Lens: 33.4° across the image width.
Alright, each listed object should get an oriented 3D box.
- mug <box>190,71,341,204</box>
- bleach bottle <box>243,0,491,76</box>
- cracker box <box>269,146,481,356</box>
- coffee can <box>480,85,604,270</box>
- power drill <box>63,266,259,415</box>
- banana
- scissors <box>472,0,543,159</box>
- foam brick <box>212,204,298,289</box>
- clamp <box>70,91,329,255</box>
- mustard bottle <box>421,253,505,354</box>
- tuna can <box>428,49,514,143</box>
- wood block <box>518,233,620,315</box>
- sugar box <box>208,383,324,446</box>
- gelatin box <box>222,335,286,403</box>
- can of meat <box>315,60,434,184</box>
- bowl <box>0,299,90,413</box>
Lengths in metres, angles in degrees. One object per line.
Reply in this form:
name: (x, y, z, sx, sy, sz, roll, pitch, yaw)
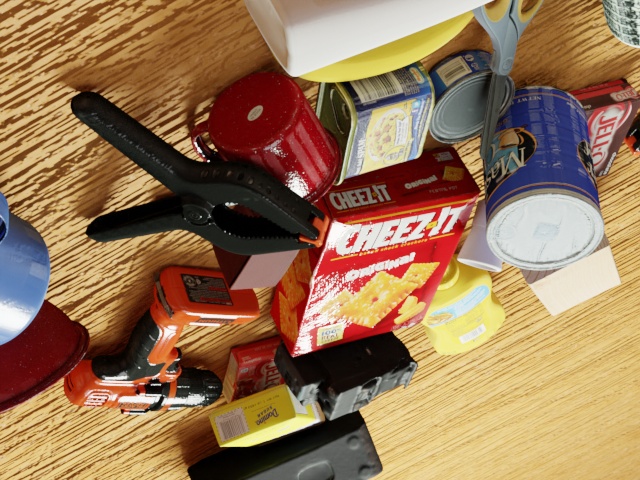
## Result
mug: (-0.050, -0.081, 0.860, 0.117, 0.093, 0.081, 2, 150, 24)
bleach bottle: (0.074, -0.202, 0.760, 0.250, 0.103, 0.068, -22, 149, -12)
cracker box: (0.050, 0.015, 1.068, 0.164, 0.072, 0.214, -12, 144, -24)
coffee can: (0.201, -0.058, 0.982, 0.103, 0.140, 0.103, 2, 139, 2)
power drill: (-0.141, 0.109, 1.073, 0.184, 0.057, 0.188, 7, 134, -42)
banana: (0.039, -0.160, 0.847, 0.197, 0.037, 0.070, -11, 144, -25)
scissors: (0.142, -0.156, 0.889, 0.096, 0.016, 0.202, -6, 124, -42)
foam brick: (-0.056, 0.001, 0.990, 0.052, 0.051, 0.078, 0, 139, -37)
clamp: (-0.100, -0.028, 0.846, 0.210, 0.036, 0.165, 19, 143, -1)
mustard bottle: (0.151, 0.064, 1.223, 0.096, 0.058, 0.191, -29, 148, 3)
tuna can: (0.129, -0.130, 0.958, 0.086, 0.034, 0.086, -19, 147, -13)
wood block: (0.258, 0.009, 1.149, 0.091, 0.090, 0.206, -27, 160, 12)
sugar box: (-0.057, 0.204, 1.223, 0.093, 0.048, 0.176, -21, 164, 7)
gelatin box: (-0.068, 0.148, 1.205, 0.073, 0.030, 0.089, -12, 145, -24)
can of meat: (0.045, -0.104, 0.913, 0.083, 0.057, 0.102, -17, 147, -20)
bowl: (-0.278, 0.087, 0.891, 0.162, 0.162, 0.055, -21, 113, -11)
